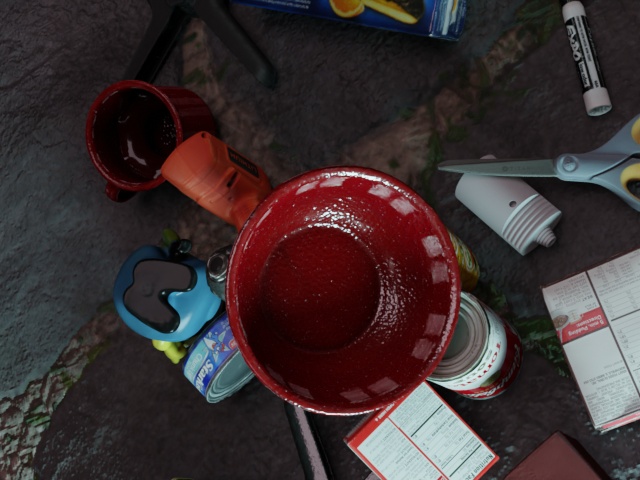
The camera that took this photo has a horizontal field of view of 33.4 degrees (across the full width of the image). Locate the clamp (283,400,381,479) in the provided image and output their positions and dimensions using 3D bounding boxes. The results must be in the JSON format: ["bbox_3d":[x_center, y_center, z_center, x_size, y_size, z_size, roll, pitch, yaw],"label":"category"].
[{"bbox_3d":[0.009,0.194,0.814,0.120,0.039,0.171,17,81,23],"label":"clamp"}]

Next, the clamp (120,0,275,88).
[{"bbox_3d":[-0.131,-0.215,0.990,0.165,0.036,0.210,-16,74,19],"label":"clamp"}]

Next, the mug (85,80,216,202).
[{"bbox_3d":[-0.148,-0.083,0.929,0.093,0.081,0.117,34,109,13],"label":"mug"}]

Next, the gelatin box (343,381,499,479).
[{"bbox_3d":[0.073,0.152,0.778,0.073,0.030,0.089,-44,91,-7],"label":"gelatin box"}]

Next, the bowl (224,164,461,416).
[{"bbox_3d":[0.009,0.033,0.707,0.162,0.055,0.162,1,88,-19],"label":"bowl"}]

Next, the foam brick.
[{"bbox_3d":[0.167,0.169,0.730,0.051,0.078,0.053,-43,64,6],"label":"foam brick"}]

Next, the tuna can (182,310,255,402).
[{"bbox_3d":[-0.069,0.087,0.850,0.034,0.086,0.086,44,96,17],"label":"tuna can"}]

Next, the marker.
[{"bbox_3d":[0.204,-0.155,0.834,0.020,0.020,0.121,-16,70,19],"label":"marker"}]

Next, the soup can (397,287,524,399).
[{"bbox_3d":[0.102,0.075,0.770,0.069,0.102,0.068,-6,73,22],"label":"soup can"}]

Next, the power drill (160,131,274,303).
[{"bbox_3d":[-0.055,0.001,0.827,0.057,0.184,0.188,-39,55,10],"label":"power drill"}]

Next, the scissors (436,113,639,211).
[{"bbox_3d":[0.196,-0.070,0.793,0.202,0.016,0.096,16,75,13],"label":"scissors"}]
